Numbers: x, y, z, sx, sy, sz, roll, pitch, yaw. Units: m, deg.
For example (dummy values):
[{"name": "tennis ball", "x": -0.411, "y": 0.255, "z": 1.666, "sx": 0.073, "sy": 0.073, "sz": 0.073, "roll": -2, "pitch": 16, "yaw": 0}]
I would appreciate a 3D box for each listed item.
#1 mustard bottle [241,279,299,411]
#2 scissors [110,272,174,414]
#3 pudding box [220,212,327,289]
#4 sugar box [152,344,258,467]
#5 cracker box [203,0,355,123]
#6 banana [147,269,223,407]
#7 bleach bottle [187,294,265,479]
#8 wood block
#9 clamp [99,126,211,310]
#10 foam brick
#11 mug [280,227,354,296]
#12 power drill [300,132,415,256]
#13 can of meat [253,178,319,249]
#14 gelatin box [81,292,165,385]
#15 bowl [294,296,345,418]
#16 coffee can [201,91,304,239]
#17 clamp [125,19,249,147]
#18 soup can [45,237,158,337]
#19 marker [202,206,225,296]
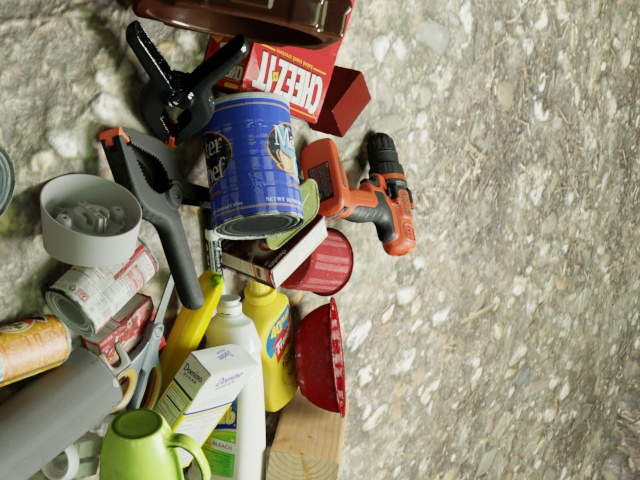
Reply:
[{"name": "mustard bottle", "x": -0.068, "y": 0.123, "z": 1.389, "sx": 0.096, "sy": 0.058, "sz": 0.191, "roll": -54, "pitch": 145, "yaw": -48}, {"name": "scissors", "x": -0.197, "y": 0.109, "z": 1.174, "sx": 0.096, "sy": 0.016, "sz": 0.202, "roll": -11, "pitch": 116, "yaw": -55}, {"name": "pudding box", "x": -0.059, "y": 0.002, "z": 1.316, "sx": 0.113, "sy": 0.090, "sz": 0.039, "roll": -48, "pitch": 141, "yaw": -31}, {"name": "sugar box", "x": -0.154, "y": 0.200, "z": 1.254, "sx": 0.093, "sy": 0.048, "sz": 0.176, "roll": -3, "pitch": 131, "yaw": -57}, {"name": "cracker box", "x": -0.038, "y": -0.259, "z": 1.236, "sx": 0.164, "sy": 0.072, "sz": 0.214, "roll": 13, "pitch": 96, "yaw": -57}, {"name": "banana", "x": -0.157, "y": 0.106, "z": 1.246, "sx": 0.198, "sy": 0.037, "sz": 0.069, "roll": -64, "pitch": 177, "yaw": 21}, {"name": "bleach bottle", "x": -0.118, "y": 0.188, "z": 1.330, "sx": 0.067, "sy": 0.103, "sz": 0.251, "roll": -23, "pitch": 118, "yaw": -53}, {"name": "wood block", "x": -0.016, "y": 0.283, "z": 1.434, "sx": 0.206, "sy": 0.090, "sz": 0.091, "roll": -73, "pitch": 172, "yaw": -74}, {"name": "clamp", "x": -0.166, "y": -0.036, "z": 1.141, "sx": 0.209, "sy": 0.036, "sz": 0.164, "roll": 49, "pitch": 38, "yaw": -43}, {"name": "foam brick", "x": 0.021, "y": -0.180, "z": 1.379, "sx": 0.078, "sy": 0.053, "sz": 0.051, "roll": -54, "pitch": 143, "yaw": -25}, {"name": "mug", "x": -0.018, "y": 0.014, "z": 1.396, "sx": 0.081, "sy": 0.093, "sz": 0.117, "roll": 8, "pitch": 68, "yaw": -52}, {"name": "power drill", "x": 0.055, "y": -0.079, "z": 1.435, "sx": 0.187, "sy": 0.057, "sz": 0.184, "roll": 15, "pitch": 57, "yaw": -48}, {"name": "can of meat", "x": -0.065, "y": -0.042, "z": 1.290, "sx": 0.101, "sy": 0.084, "sz": 0.057, "roll": -41, "pitch": 137, "yaw": -38}, {"name": "gelatin box", "x": -0.217, "y": 0.112, "z": 1.190, "sx": 0.089, "sy": 0.030, "sz": 0.073, "roll": -43, "pitch": 138, "yaw": -36}, {"name": "bowl", "x": -0.001, "y": 0.158, "z": 1.421, "sx": 0.162, "sy": 0.055, "sz": 0.162, "roll": -5, "pitch": 90, "yaw": -86}, {"name": "coffee can", "x": -0.077, "y": -0.082, "z": 1.186, "sx": 0.102, "sy": 0.103, "sz": 0.140, "roll": 14, "pitch": 65, "yaw": -57}, {"name": "clamp", "x": -0.153, "y": -0.161, "z": 1.095, "sx": 0.172, "sy": 0.120, "sz": 0.039, "roll": 123, "pitch": -23, "yaw": -47}, {"name": "soup can", "x": -0.226, "y": 0.043, "z": 1.108, "sx": 0.102, "sy": 0.069, "sz": 0.068, "roll": -49, "pitch": 141, "yaw": -31}, {"name": "marker", "x": -0.128, "y": 0.013, "z": 1.284, "sx": 0.020, "sy": 0.020, "sz": 0.121, "roll": -34, "pitch": 132, "yaw": -44}]
